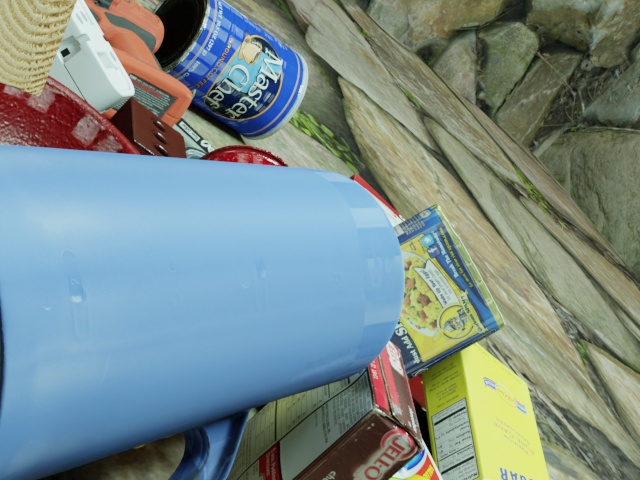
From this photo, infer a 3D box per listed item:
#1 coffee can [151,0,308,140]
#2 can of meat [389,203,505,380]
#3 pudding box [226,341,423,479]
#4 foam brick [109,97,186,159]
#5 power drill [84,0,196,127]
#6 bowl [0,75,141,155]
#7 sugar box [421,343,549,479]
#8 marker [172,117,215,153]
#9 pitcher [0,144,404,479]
[{"bbox_3d":[-0.096,-0.175,1.055,0.140,0.103,0.103,30,21,-41],"label":"coffee can"},{"bbox_3d":[0.068,0.036,0.738,0.102,0.084,0.057,61,3,-8],"label":"can of meat"},{"bbox_3d":[-0.002,0.106,0.555,0.039,0.114,0.090,42,17,-19],"label":"pudding box"},{"bbox_3d":[-0.130,-0.056,0.764,0.053,0.051,0.078,36,18,-28],"label":"foam brick"},{"bbox_3d":[-0.193,-0.177,0.907,0.184,0.057,0.188,24,26,-41],"label":"power drill"},{"bbox_3d":[-0.170,-0.043,0.622,0.162,0.055,0.162,38,17,-14],"label":"bowl"},{"bbox_3d":[0.119,0.155,0.738,0.093,0.048,0.176,37,28,-32],"label":"sugar box"},{"bbox_3d":[-0.096,-0.071,0.945,0.121,0.020,0.020,43,16,-3],"label":"marker"},{"bbox_3d":[-0.073,0.034,0.454,0.242,0.149,0.145,-4,42,-49],"label":"pitcher"}]
